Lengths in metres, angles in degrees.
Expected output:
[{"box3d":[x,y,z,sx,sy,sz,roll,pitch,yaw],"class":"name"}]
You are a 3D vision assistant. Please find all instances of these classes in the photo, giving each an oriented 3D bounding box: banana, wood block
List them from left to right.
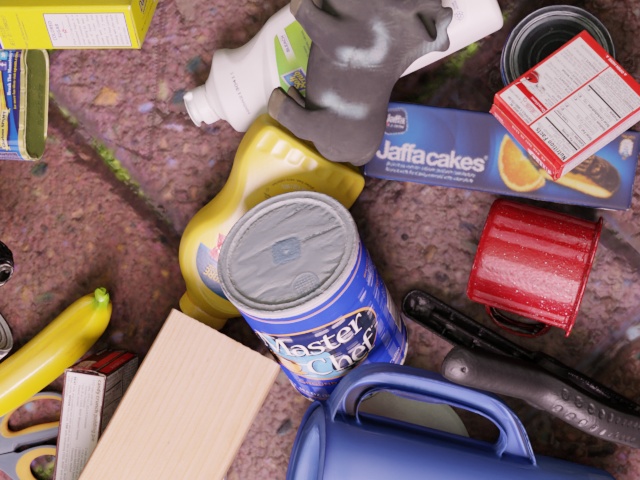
[{"box3d":[-0.237,0.098,0.874,0.198,0.069,0.037,-40,69,9],"class":"banana"},{"box3d":[-0.117,0.166,0.779,0.091,0.090,0.206,27,75,1],"class":"wood block"}]

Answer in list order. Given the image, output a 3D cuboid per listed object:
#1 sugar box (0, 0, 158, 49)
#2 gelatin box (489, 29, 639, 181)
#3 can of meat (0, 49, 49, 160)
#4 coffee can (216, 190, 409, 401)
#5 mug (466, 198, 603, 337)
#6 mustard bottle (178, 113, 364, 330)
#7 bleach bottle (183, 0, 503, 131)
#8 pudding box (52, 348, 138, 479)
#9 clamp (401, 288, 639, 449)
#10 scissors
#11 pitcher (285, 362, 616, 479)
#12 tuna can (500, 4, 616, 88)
[{"box3d":[-0.220,-0.193,0.842,0.176,0.093,0.048,2,135,6],"class":"sugar box"},{"box3d":[0.179,-0.096,0.764,0.089,0.030,0.073,-36,71,-9],"class":"gelatin box"},{"box3d":[-0.271,-0.115,0.873,0.084,0.057,0.102,3,93,7],"class":"can of meat"},{"box3d":[-0.002,0.045,0.783,0.103,0.140,0.103,-11,52,15],"class":"coffee can"},{"box3d":[0.158,0.025,0.809,0.081,0.093,0.117,16,132,12],"class":"mug"},{"box3d":[-0.055,0.001,0.836,0.096,0.058,0.192,28,110,-23],"class":"mustard bottle"},{"box3d":[0.008,-0.158,0.827,0.251,0.068,0.102,-22,90,11],"class":"bleach bottle"},{"box3d":[-0.181,0.150,0.858,0.039,0.090,0.113,6,95,7],"class":"pudding box"},{"box3d":[0.157,0.099,0.802,0.209,0.165,0.036,24,100,-17],"class":"clamp"},{"box3d":[-0.289,0.194,0.914,0.202,0.016,0.096,-27,89,9],"class":"scissors"},{"box3d":[0.098,0.192,0.777,0.242,0.149,0.145,12,57,-10],"class":"pitcher"},{"box3d":[0.181,-0.136,0.815,0.086,0.033,0.086,1,93,8],"class":"tuna can"}]
